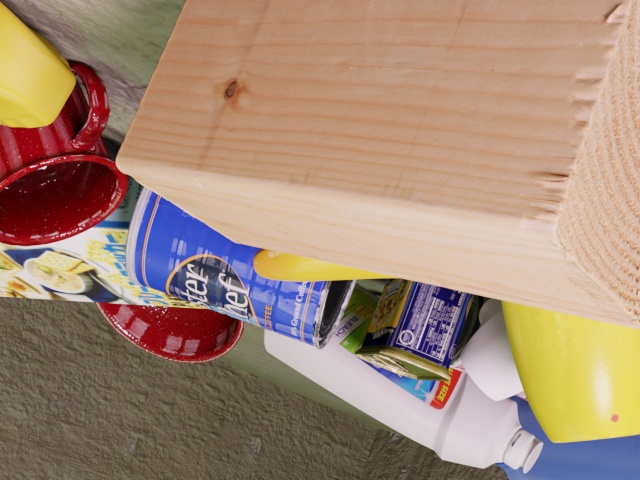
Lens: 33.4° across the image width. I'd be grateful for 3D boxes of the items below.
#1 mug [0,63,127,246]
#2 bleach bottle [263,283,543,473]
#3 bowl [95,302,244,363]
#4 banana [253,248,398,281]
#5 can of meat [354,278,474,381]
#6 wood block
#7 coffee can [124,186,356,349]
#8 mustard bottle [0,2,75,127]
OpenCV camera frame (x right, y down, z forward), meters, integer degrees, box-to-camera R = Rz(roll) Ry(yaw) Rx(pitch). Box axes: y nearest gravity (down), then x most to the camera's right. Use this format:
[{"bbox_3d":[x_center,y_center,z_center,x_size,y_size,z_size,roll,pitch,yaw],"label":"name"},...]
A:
[{"bbox_3d":[-0.170,-0.062,0.661,0.093,0.081,0.117,3,143,-46],"label":"mug"},{"bbox_3d":[0.075,0.113,0.901,0.251,0.102,0.068,29,135,27],"label":"bleach bottle"},{"bbox_3d":[-0.138,0.040,1.020,0.162,0.055,0.162,11,128,15],"label":"bowl"},{"bbox_3d":[0.062,0.012,0.635,0.197,0.037,0.070,7,141,-20],"label":"banana"},{"bbox_3d":[0.075,0.058,0.817,0.057,0.084,0.102,23,169,-10],"label":"can of meat"},{"bbox_3d":[0.030,-0.039,0.413,0.206,0.091,0.090,12,165,41],"label":"wood block"},{"bbox_3d":[-0.048,0.004,0.733,0.140,0.103,0.103,19,169,11],"label":"coffee can"},{"bbox_3d":[-0.205,-0.122,0.531,0.096,0.058,0.191,27,172,22],"label":"mustard bottle"}]
